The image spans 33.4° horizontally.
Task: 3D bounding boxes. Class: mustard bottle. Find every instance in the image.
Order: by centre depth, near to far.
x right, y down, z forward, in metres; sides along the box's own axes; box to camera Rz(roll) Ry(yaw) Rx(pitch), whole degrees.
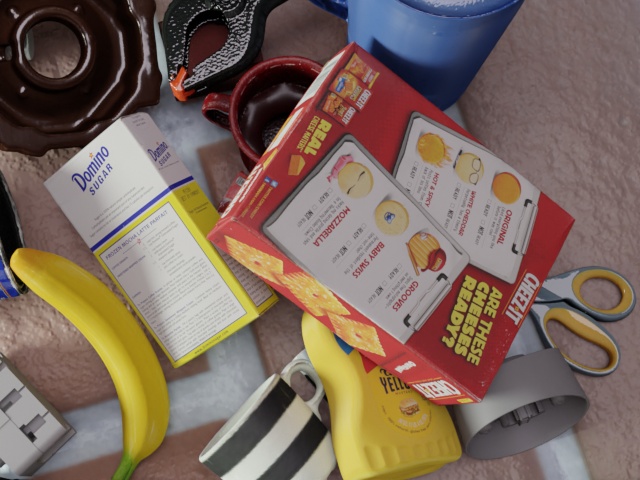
[{"bbox_3d":[0.036,0.084,0.806,0.096,0.058,0.192,-2,65,-34],"label":"mustard bottle"}]

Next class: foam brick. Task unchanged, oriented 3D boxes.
[{"bbox_3d":[-0.087,-0.152,0.869,0.078,0.053,0.051,-11,78,-5],"label":"foam brick"}]

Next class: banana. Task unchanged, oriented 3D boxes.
[{"bbox_3d":[-0.159,0.084,0.795,0.069,0.037,0.198,-32,106,-38],"label":"banana"}]

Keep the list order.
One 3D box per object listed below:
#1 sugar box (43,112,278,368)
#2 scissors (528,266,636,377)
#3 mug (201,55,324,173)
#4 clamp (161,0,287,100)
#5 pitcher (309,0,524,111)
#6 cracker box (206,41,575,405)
[{"bbox_3d":[-0.120,0.000,0.804,0.093,0.048,0.176,-34,89,26],"label":"sugar box"},{"bbox_3d":[0.169,0.025,0.858,0.202,0.016,0.096,42,78,7],"label":"scissors"},{"bbox_3d":[-0.036,-0.090,0.842,0.117,0.081,0.093,12,77,0],"label":"mug"},{"bbox_3d":[-0.078,-0.192,0.831,0.120,0.039,0.171,35,79,13],"label":"clamp"},{"bbox_3d":[0.069,-0.179,0.783,0.145,0.243,0.149,-34,81,-9],"label":"pitcher"},{"bbox_3d":[0.053,-0.008,0.760,0.213,0.072,0.164,37,68,-12],"label":"cracker box"}]
